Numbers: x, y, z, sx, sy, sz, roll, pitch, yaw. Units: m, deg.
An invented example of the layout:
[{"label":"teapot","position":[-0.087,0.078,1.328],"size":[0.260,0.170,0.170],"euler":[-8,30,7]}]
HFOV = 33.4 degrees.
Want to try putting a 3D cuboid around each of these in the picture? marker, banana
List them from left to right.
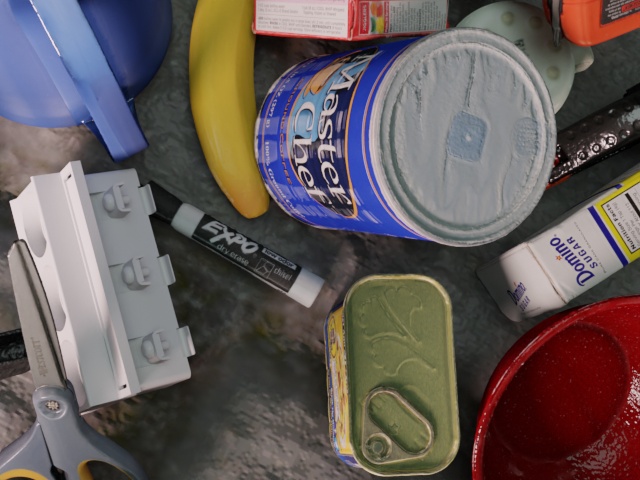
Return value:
[{"label":"marker","position":[-0.054,0.001,0.612],"size":[0.121,0.020,0.020],"euler":[30,76,-2]},{"label":"banana","position":[-0.043,-0.114,0.626],"size":[0.069,0.037,0.198],"euler":[14,77,-6]}]

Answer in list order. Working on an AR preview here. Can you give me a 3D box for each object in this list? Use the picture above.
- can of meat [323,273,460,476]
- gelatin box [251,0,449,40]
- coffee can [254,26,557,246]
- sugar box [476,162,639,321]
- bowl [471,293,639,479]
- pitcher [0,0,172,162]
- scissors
[{"label":"can of meat","position":[0.035,0.074,0.578],"size":[0.057,0.084,0.102],"euler":[-1,79,-9]},{"label":"gelatin box","position":[0.015,-0.127,0.594],"size":[0.073,0.089,0.030],"euler":[-11,108,-38]},{"label":"coffee can","position":[0.039,-0.053,0.559],"size":[0.102,0.140,0.103],"euler":[-2,95,-26]},{"label":"sugar box","position":[0.182,-0.017,0.614],"size":[0.176,0.093,0.048],"euler":[-33,86,-12]},{"label":"bowl","position":[0.146,0.096,0.587],"size":[0.162,0.055,0.162],"euler":[-6,110,-17]},{"label":"pitcher","position":[-0.143,-0.142,0.509],"size":[0.149,0.243,0.145],"euler":[18,79,1]},{"label":"scissors","position":[-0.145,0.085,0.520],"size":[0.096,0.201,0.016],"euler":[-14,38,8]}]
